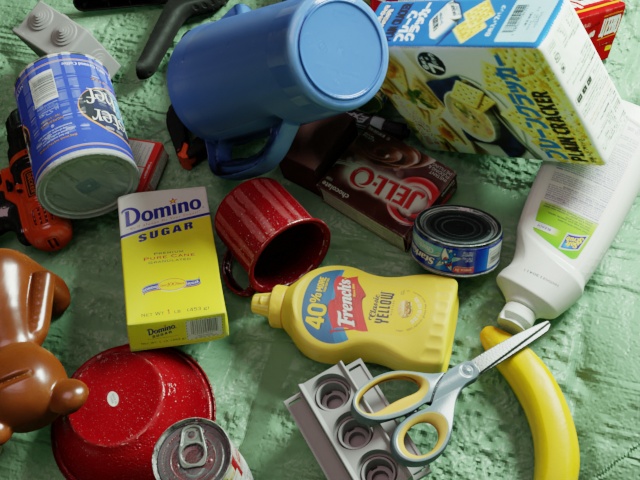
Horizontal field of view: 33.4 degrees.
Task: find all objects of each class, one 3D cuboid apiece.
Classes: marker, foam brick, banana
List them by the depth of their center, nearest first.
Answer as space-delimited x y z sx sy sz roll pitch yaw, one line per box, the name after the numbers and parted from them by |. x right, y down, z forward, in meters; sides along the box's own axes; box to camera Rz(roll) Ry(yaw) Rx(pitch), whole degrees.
0.185 0.159 0.927 0.069 0.037 0.198 -7 59 6 | banana
-0.002 -0.096 1.104 0.051 0.053 0.078 27 69 23 | foam brick
0.038 -0.129 1.136 0.121 0.020 0.020 18 64 20 | marker

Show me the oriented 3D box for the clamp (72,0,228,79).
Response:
-0.180 -0.292 1.262 0.209 0.036 0.165 -41 62 -16 | clamp

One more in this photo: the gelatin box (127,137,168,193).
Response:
-0.217 -0.074 1.144 0.089 0.030 0.073 10 63 17 | gelatin box

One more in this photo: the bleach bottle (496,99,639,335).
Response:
0.231 -0.023 1.014 0.103 0.068 0.250 24 69 25 | bleach bottle

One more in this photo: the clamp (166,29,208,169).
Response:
-0.128 -0.160 1.173 0.120 0.039 0.171 19 65 22 | clamp

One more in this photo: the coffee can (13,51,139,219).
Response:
-0.251 -0.108 1.091 0.103 0.103 0.140 -20 59 -2 | coffee can

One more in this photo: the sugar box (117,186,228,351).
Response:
-0.146 0.023 1.036 0.093 0.048 0.176 -7 48 -9 | sugar box

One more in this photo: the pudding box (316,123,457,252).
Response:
0.067 -0.054 1.074 0.114 0.039 0.090 31 69 25 | pudding box

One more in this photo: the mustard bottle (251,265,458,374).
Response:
0.028 0.070 0.996 0.192 0.058 0.096 6 59 14 | mustard bottle

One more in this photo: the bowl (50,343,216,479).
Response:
-0.181 0.156 0.986 0.162 0.055 0.162 -5 59 8 | bowl

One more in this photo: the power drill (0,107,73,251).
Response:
-0.367 -0.047 1.139 0.187 0.057 0.184 -21 58 -3 | power drill

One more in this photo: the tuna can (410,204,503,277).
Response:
0.129 -0.001 1.011 0.086 0.034 0.086 2 30 -1 | tuna can

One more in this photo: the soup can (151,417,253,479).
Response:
-0.098 0.202 0.915 0.068 0.102 0.068 -5 59 7 | soup can

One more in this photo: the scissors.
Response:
0.126 0.132 0.913 0.201 0.016 0.096 -13 57 -13 | scissors

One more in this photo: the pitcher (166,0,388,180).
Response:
-0.044 -0.156 1.033 0.144 0.149 0.243 -38 19 -25 | pitcher

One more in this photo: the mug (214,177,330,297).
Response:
-0.057 0.001 1.044 0.082 0.093 0.117 48 113 34 | mug
